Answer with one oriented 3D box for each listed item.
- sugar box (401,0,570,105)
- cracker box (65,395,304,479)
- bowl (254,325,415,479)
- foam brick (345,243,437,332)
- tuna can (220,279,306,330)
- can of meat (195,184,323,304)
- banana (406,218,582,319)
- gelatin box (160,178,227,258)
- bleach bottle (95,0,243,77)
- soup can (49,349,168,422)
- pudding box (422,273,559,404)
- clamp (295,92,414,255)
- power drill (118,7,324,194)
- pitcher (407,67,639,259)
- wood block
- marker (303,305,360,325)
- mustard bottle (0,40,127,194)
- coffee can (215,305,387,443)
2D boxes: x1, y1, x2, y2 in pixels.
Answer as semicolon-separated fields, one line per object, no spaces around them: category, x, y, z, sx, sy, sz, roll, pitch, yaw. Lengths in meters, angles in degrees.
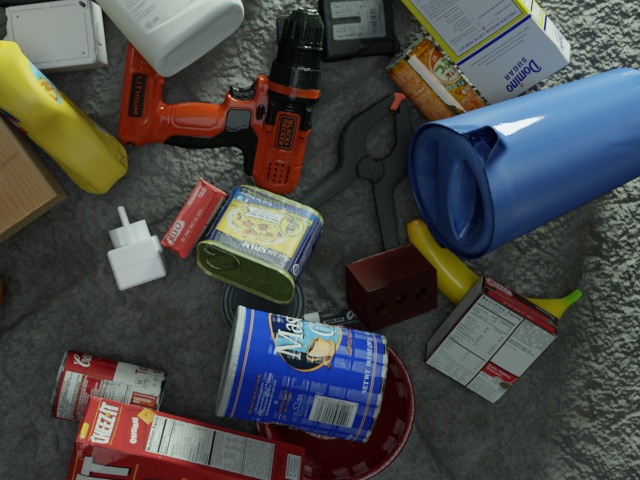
sugar box;0.154;-0.220;1.035;0.093;0.048;0.176;-31;116;32
cracker box;-0.138;0.253;1.023;0.213;0.072;0.164;15;121;-7
bowl;0.012;0.162;1.072;0.162;0.055;0.162;0;93;-5
foam brick;0.070;0.046;1.057;0.078;0.051;0.053;-19;129;-16
tuna can;-0.058;0.061;1.072;0.086;0.034;0.086;0;93;-5
can of meat;-0.057;0.001;1.029;0.102;0.057;0.083;21;57;8
banana;0.168;0.046;1.093;0.197;0.037;0.069;24;71;-7
gelatin box;-0.122;-0.022;1.034;0.030;0.089;0.073;32;90;-3
bleach bottle;-0.184;-0.274;0.980;0.102;0.068;0.251;-37;80;-6
soup can;-0.207;0.151;1.046;0.102;0.068;0.068;14;91;-6
pudding box;0.169;0.100;1.067;0.090;0.039;0.114;32;121;-5
clamp;0.038;-0.069;1.072;0.120;0.039;0.171;12;94;-11
power drill;-0.095;-0.146;1.033;0.187;0.057;0.184;10;105;-3
pitcher;0.213;-0.077;1.028;0.242;0.149;0.145;-21;109;-23
wood block;-0.341;-0.101;1.011;0.091;0.090;0.206;-35;95;-4
marker;0.043;0.073;1.088;0.121;0.020;0.020;-11;94;-4
mustard bottle;-0.261;-0.125;0.973;0.058;0.096;0.191;-44;128;-1
coffee can;-0.018;0.124;0.987;0.140;0.103;0.103;12;91;-6
